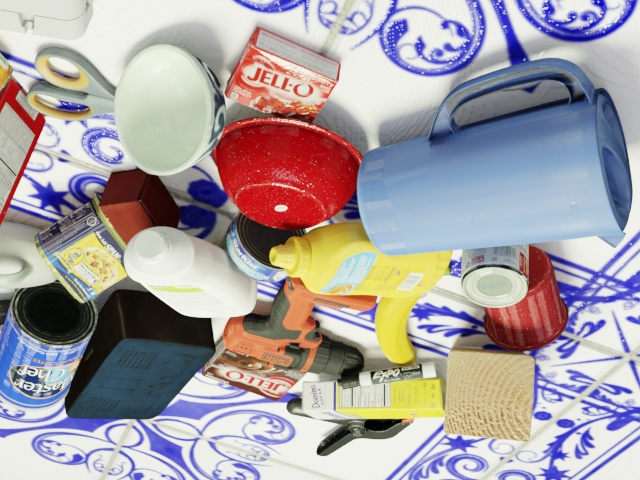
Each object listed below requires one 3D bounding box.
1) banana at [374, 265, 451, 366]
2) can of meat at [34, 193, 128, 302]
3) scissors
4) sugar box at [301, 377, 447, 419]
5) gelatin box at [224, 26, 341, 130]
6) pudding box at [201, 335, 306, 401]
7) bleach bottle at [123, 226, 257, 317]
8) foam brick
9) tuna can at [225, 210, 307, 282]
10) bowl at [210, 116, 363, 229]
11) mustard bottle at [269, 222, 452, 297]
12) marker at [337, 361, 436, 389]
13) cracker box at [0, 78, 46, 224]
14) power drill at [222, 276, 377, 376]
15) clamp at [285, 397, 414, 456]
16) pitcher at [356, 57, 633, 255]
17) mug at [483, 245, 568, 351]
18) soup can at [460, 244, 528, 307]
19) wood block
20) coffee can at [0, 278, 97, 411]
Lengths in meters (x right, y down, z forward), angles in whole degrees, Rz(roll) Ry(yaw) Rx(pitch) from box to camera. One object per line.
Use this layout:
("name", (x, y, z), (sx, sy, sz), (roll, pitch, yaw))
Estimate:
("banana", (0.097, 0.094, 1.253), (0.069, 0.037, 0.198), (11, 141, -2))
("can of meat", (-0.257, 0.012, 1.188), (0.084, 0.057, 0.102), (-32, 134, -3))
("scissors", (-0.194, -0.146, 1.047), (0.202, 0.016, 0.096), (4, 140, 7))
("sugar box", (0.072, 0.202, 1.353), (0.176, 0.048, 0.093), (-6, 163, 12))
("gelatin box", (-0.036, -0.150, 0.997), (0.089, 0.030, 0.073), (21, 139, -14))
("pudding box", (-0.083, 0.158, 1.367), (0.113, 0.039, 0.090), (24, 139, -15))
("bleach bottle", (-0.137, 0.030, 1.117), (0.102, 0.068, 0.251), (-3, 167, 6))
("foam brick", (-0.193, -0.033, 1.153), (0.051, 0.053, 0.078), (-8, 136, 20))
("tuna can", (-0.057, 0.001, 1.138), (0.086, 0.086, 0.034), (24, 140, -16))
("bowl", (-0.036, -0.056, 1.065), (0.162, 0.055, 0.162), (8, 153, 4))
("mustard bottle", (0.036, 0.020, 1.110), (0.191, 0.058, 0.096), (3, 145, -29))
("marker", (0.080, 0.165, 1.301), (0.121, 0.020, 0.020), (-9, 138, 8))
("cracker box", (-0.377, -0.047, 1.049), (0.164, 0.213, 0.072), (-13, 135, 26))
("power drill", (-0.004, 0.096, 1.261), (0.184, 0.057, 0.188), (15, 140, -18))
("clamp", (0.048, 0.251, 1.448), (0.172, 0.039, 0.120), (-4, 140, 16))
("pitcher", (0.158, -0.063, 0.994), (0.243, 0.149, 0.144), (-9, 162, 26))
("mug", (0.206, 0.055, 1.154), (0.117, 0.093, 0.081), (22, 148, 40))
("soup can", (0.178, 0.008, 1.082), (0.068, 0.102, 0.068), (6, 140, 5))
("wood block", (0.187, 0.168, 1.201), (0.091, 0.090, 0.206), (3, 176, 8))
("coffee can", (-0.336, 0.126, 1.284), (0.102, 0.102, 0.140), (21, 133, -12))
